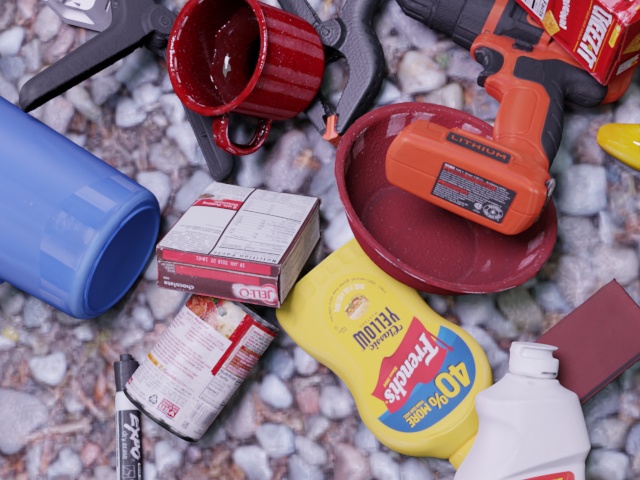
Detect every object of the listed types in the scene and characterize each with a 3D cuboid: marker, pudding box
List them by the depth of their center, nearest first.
[{"bbox_3d":[-0.055,0.001,0.759,0.090,0.113,0.039,10,121,12],"label":"pudding box"},{"bbox_3d":[-0.143,0.145,0.791,0.020,0.020,0.121,-6,77,10],"label":"marker"}]

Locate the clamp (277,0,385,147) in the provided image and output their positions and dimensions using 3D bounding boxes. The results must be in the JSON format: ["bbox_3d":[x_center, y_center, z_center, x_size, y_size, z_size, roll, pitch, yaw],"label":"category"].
[{"bbox_3d":[0.018,-0.160,0.810,0.120,0.039,0.171,-15,81,24],"label":"clamp"}]

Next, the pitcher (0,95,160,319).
[{"bbox_3d":[-0.251,-0.033,0.797,0.243,0.144,0.149,29,126,12],"label":"pitcher"}]

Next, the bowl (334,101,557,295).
[{"bbox_3d":[0.079,-0.019,0.741,0.162,0.055,0.162,10,53,-14],"label":"bowl"}]

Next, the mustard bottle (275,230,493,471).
[{"bbox_3d":[0.062,0.091,0.742,0.096,0.058,0.192,-40,74,-6],"label":"mustard bottle"}]

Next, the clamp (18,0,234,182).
[{"bbox_3d":[-0.116,-0.152,0.821,0.164,0.036,0.210,26,66,-16],"label":"clamp"}]

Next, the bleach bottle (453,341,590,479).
[{"bbox_3d":[0.114,0.190,0.676,0.102,0.068,0.251,6,91,-13],"label":"bleach bottle"}]

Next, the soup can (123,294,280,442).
[{"bbox_3d":[-0.085,0.085,0.767,0.068,0.068,0.102,35,87,16],"label":"soup can"}]

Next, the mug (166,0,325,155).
[{"bbox_3d":[-0.051,-0.120,0.775,0.093,0.081,0.117,6,91,36],"label":"mug"}]

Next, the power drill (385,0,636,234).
[{"bbox_3d":[0.112,-0.105,0.733,0.184,0.057,0.187,23,56,8],"label":"power drill"}]
